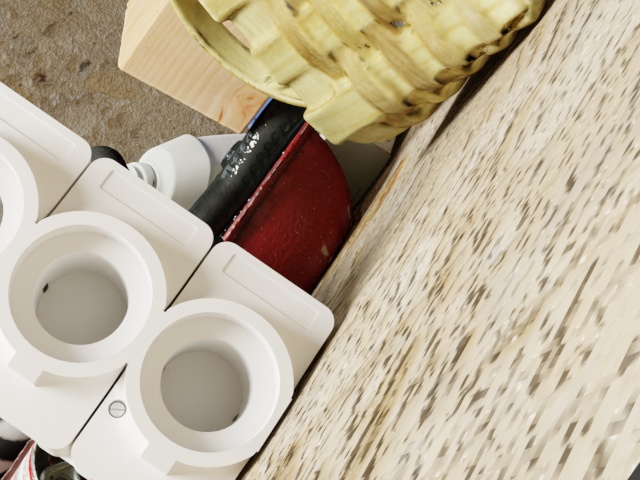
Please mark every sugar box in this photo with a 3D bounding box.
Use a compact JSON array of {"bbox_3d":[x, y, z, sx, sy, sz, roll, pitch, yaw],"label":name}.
[{"bbox_3d":[0.021,-0.078,0.734,0.093,0.048,0.176,-54,13,35],"label":"sugar box"}]

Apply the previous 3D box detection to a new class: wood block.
[{"bbox_3d":[-0.028,-0.179,0.635,0.206,0.090,0.090,-48,28,29],"label":"wood block"}]

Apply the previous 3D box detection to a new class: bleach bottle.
[{"bbox_3d":[-0.087,-0.051,0.977,0.250,0.068,0.103,-7,-40,-51],"label":"bleach bottle"}]

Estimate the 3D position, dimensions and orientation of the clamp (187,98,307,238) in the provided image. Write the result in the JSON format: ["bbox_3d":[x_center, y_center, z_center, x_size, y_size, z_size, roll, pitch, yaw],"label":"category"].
[{"bbox_3d":[-0.050,-0.042,0.701,0.171,0.039,0.120,-56,4,10],"label":"clamp"}]

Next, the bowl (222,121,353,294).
[{"bbox_3d":[-0.029,0.009,0.605,0.162,0.055,0.162,-55,3,4],"label":"bowl"}]
